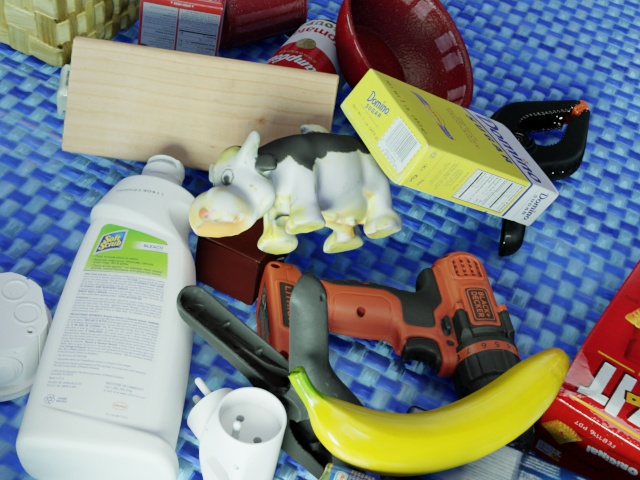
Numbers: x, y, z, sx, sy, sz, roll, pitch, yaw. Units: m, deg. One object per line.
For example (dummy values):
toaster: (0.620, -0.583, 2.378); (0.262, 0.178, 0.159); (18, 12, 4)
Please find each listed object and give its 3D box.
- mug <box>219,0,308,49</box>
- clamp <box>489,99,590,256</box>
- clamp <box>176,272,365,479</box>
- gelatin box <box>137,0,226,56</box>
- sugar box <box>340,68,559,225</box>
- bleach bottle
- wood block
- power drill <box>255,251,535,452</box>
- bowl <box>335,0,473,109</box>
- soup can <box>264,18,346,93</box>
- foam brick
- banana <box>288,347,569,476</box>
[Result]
mug: (-0.076, -0.235, 1.038); (0.081, 0.093, 0.117); (-20, 22, -24)
clamp: (0.165, -0.083, 0.969); (0.165, 0.036, 0.209); (38, 53, 22)
clamp: (-0.010, 0.089, 0.670); (0.039, 0.120, 0.171); (-47, 109, -34)
gelatin box: (-0.127, -0.186, 0.965); (0.073, 0.089, 0.030); (10, 43, -4)
sugar box: (0.105, -0.071, 0.838); (0.175, 0.048, 0.093); (10, 39, -44)
bleach bottle: (-0.123, 0.043, 0.725); (0.102, 0.068, 0.250); (8, 52, 1)
wood block: (-0.096, -0.105, 0.866); (0.206, 0.090, 0.091); (8, 7, -4)
power drill: (0.051, 0.079, 0.764); (0.187, 0.057, 0.184); (4, 41, -13)
bowl: (0.065, -0.168, 0.965); (0.161, 0.055, 0.162); (22, 55, -35)
soup can: (-0.014, -0.150, 0.972); (0.068, 0.069, 0.102); (24, 44, 11)
foam brick: (-0.055, 0.001, 0.820); (0.053, 0.051, 0.078); (25, 45, 11)
banana: (0.074, 0.106, 0.648); (0.197, 0.069, 0.037); (-1, 6, -27)
